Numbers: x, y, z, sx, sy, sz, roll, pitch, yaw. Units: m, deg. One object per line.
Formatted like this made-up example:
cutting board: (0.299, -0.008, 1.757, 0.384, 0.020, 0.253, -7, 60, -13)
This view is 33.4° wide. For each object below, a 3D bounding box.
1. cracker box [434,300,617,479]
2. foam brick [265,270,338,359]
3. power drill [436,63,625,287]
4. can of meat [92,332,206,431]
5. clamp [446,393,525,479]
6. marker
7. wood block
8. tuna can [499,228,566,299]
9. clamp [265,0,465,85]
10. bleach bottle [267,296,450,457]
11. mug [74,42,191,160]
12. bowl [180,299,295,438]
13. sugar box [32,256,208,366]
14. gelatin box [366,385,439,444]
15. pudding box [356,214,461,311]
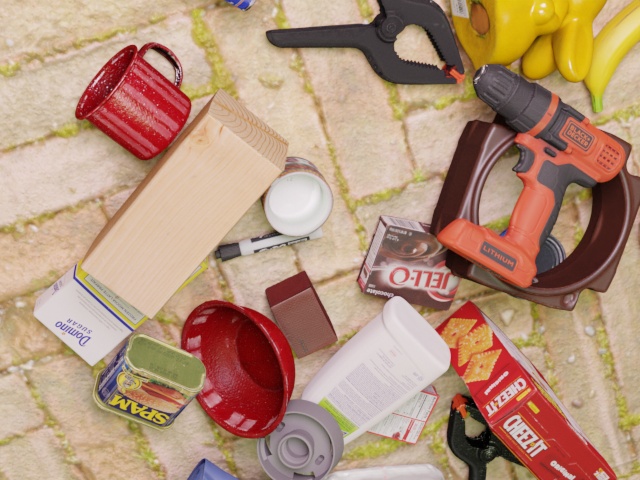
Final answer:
cracker box: (0.224, 0.183, 1.208, 0.072, 0.214, 0.164, -41, 114, 8)
foam brick: (-0.022, 0.084, 1.208, 0.053, 0.051, 0.078, -25, 115, 1)
power drill: (0.196, -0.062, 1.073, 0.184, 0.057, 0.187, 31, 90, -15)
can of meat: (-0.189, 0.157, 1.188, 0.102, 0.057, 0.084, 26, 130, -20)
clamp: (0.203, 0.269, 1.339, 0.120, 0.039, 0.171, -40, 108, 3)
marker: (-0.058, 0.001, 1.183, 0.121, 0.020, 0.020, -14, 115, -5)
wood block: (-0.132, -0.036, 1.046, 0.090, 0.090, 0.206, 38, 110, -13)
tuna can: (0.240, 0.023, 1.242, 0.086, 0.034, 0.086, -4, 113, -9)
clamp: (0.058, -0.217, 1.101, 0.209, 0.036, 0.165, 39, 101, -23)
bleach bottle: (0.027, 0.177, 1.234, 0.251, 0.068, 0.102, -40, 100, 23)
mug: (-0.178, -0.144, 1.068, 0.081, 0.093, 0.117, 39, 65, -28)
bowl: (-0.081, 0.136, 1.188, 0.055, 0.162, 0.162, -22, 124, -46)
sugar box: (-0.216, 0.046, 1.158, 0.176, 0.048, 0.093, -38, 113, 10)
gelatin box: (0.089, 0.201, 1.292, 0.089, 0.030, 0.073, 17, 107, -17)
pudding box: (0.108, 0.025, 1.214, 0.113, 0.039, 0.090, 13, 111, -15)
